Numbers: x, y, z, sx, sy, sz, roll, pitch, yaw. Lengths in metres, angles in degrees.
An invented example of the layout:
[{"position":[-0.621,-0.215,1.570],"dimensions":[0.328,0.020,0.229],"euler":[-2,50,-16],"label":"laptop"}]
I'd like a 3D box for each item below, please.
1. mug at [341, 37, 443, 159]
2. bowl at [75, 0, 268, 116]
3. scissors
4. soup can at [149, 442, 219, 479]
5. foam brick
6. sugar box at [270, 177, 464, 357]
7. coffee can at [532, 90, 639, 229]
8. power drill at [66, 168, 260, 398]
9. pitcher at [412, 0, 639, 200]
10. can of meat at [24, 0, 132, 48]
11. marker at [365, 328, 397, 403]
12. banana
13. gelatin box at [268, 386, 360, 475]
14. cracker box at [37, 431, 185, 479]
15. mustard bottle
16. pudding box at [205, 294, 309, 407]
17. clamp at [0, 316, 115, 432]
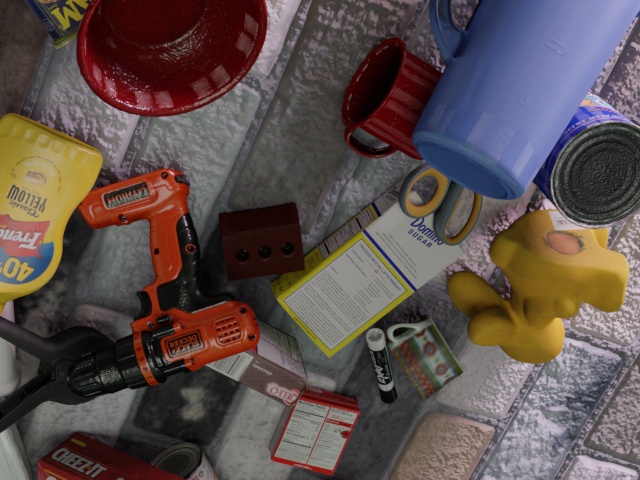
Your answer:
[{"position":[0.072,-0.119,0.987],"dimensions":[0.081,0.093,0.117],"euler":[27,124,-25],"label":"mug"},{"position":[-0.128,-0.181,0.883],"dimensions":[0.162,0.055,0.162],"euler":[-16,141,-14],"label":"bowl"},{"position":[0.134,-0.095,1.018],"dimensions":[0.096,0.016,0.202],"euler":[10,100,-23],"label":"scissors"},{"position":[-0.136,0.276,1.142],"dimensions":[0.068,0.068,0.102],"euler":[-24,116,2],"label":"soup can"},{"position":[-0.057,0.001,1.037],"dimensions":[0.078,0.051,0.053],"euler":[-9,116,-6],"label":"foam brick"},{"position":[0.046,0.028,1.071],"dimensions":[0.176,0.048,0.093],"euler":[-39,115,5],"label":"sugar box"},{"position":[0.239,-0.085,0.997],"dimensions":[0.102,0.140,0.103],"euler":[-4,115,-8],"label":"coffee can"},{"position":[-0.166,0.040,0.988],"dimensions":[0.184,0.057,0.187],"euler":[-18,86,1],"label":"power drill"},{"position":[0.171,-0.167,0.911],"dimensions":[0.243,0.149,0.144],"euler":[-60,147,-7],"label":"pitcher"},{"position":[-0.207,-0.227,0.904],"dimensions":[0.102,0.057,0.084],"euler":[-32,114,6],"label":"can of meat"},{"position":[0.065,0.134,1.115],"dimensions":[0.020,0.020,0.121],"euler":[-17,138,-2],"label":"marker"},{"position":[-0.089,-0.233,0.927],"dimensions":[0.198,0.037,0.069],"euler":[-39,131,15],"label":"banana"},{"position":[-0.007,0.204,1.152],"dimensions":[0.073,0.030,0.089],"euler":[16,111,-15],"label":"gelatin box"},{"position":[-0.213,0.329,1.110],"dimensions":[0.164,0.072,0.214],"euler":[17,117,23],"label":"cracker box"},{"position":[-0.272,-0.009,0.945],"dimensions":[0.096,0.058,0.191],"euler":[24,94,-16],"label":"mustard bottle"},{"position":[-0.070,0.109,1.064],"dimensions":[0.113,0.090,0.039],"euler":[32,104,-20],"label":"pudding box"},{"position":[-0.259,0.115,1.025],"dimensions":[0.171,0.039,0.120],"euler":[-16,119,-42],"label":"clamp"}]
